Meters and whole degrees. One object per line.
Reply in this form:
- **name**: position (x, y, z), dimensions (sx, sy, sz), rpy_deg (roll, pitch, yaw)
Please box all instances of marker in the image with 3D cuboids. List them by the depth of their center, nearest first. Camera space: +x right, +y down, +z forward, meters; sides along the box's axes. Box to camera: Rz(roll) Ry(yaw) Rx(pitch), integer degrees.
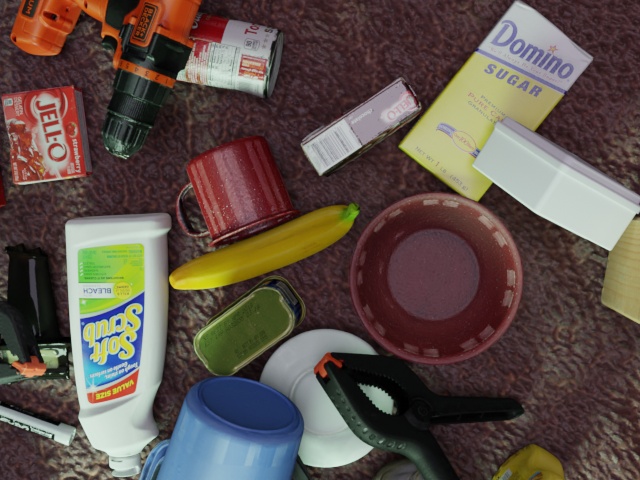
- **marker**: position (-0.303, 0.175, 1.063), dimensions (0.121, 0.020, 0.020), rpy_deg (20, 94, 3)

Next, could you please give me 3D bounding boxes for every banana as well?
- **banana**: position (-0.047, 0.004, 1.014), dimensions (0.198, 0.069, 0.037), rpy_deg (-23, 69, 14)

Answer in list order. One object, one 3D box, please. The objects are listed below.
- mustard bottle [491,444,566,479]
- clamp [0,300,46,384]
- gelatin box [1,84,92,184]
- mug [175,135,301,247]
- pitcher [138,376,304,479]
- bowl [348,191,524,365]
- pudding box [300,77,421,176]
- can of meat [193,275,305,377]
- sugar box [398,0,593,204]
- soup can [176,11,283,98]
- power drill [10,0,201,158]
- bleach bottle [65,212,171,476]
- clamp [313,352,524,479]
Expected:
- **mustard bottle**: position (0.188, 0.247, 0.946), dimensions (0.058, 0.191, 0.096), rpy_deg (34, 94, 2)
- **clamp**: position (-0.333, 0.094, 1.025), dimensions (0.172, 0.039, 0.120), rpy_deg (38, 109, 31)
- **gelatin box**: position (-0.266, -0.103, 1.042), dimensions (0.073, 0.030, 0.089), rpy_deg (-7, 92, 4)
- **mug**: position (-0.086, -0.043, 1.008), dimensions (0.117, 0.093, 0.081), rpy_deg (-23, 86, 23)
- **pitcher**: position (-0.104, 0.245, 0.973), dimensions (0.149, 0.145, 0.243), rpy_deg (17, 109, 0)
- **bowl**: position (0.108, 0.034, 1.010), dimensions (0.162, 0.055, 0.162), rpy_deg (0, 93, 4)
- **pudding box**: position (0.039, -0.103, 0.992), dimensions (0.113, 0.090, 0.039), rpy_deg (-31, 89, 5)
- **can of meat**: position (-0.067, 0.081, 1.010), dimensions (0.102, 0.084, 0.057), rpy_deg (-36, 90, 4)
- **sugar box**: position (0.163, -0.129, 1.003), dimensions (0.093, 0.048, 0.176), rpy_deg (38, 96, -1)
- **soup can**: position (-0.092, -0.176, 1.008), dimensions (0.102, 0.068, 0.068), rpy_deg (13, 93, 3)
- **power drill**: position (-0.200, -0.185, 0.981), dimensions (0.188, 0.057, 0.184), rpy_deg (25, 94, 31)
- **bleach bottle**: position (-0.188, 0.102, 1.031), dimensions (0.102, 0.068, 0.251), rpy_deg (-3, 95, 5)
- **clamp**: position (0.092, 0.159, 0.976), dimensions (0.210, 0.164, 0.036), rpy_deg (37, 133, 1)
